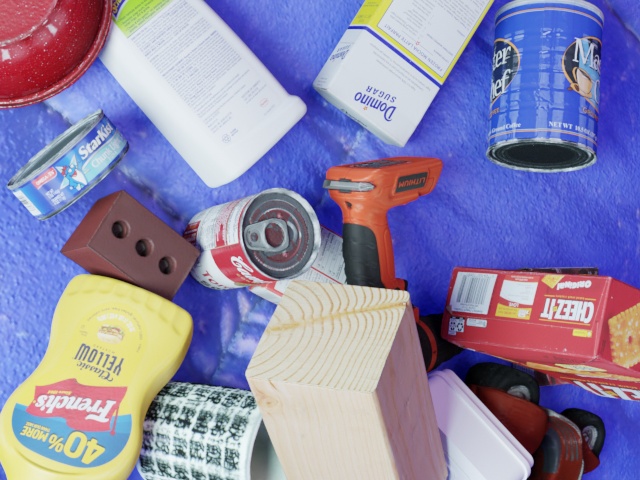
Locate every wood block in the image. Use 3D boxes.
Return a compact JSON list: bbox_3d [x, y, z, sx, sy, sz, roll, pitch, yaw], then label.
[{"bbox_3d":[0.026,0.133,0.764,0.206,0.091,0.090,74,30,-42],"label":"wood block"}]

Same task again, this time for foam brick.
[{"bbox_3d":[-0.140,0.008,0.788,0.078,0.051,0.053,39,64,-22],"label":"foam brick"}]

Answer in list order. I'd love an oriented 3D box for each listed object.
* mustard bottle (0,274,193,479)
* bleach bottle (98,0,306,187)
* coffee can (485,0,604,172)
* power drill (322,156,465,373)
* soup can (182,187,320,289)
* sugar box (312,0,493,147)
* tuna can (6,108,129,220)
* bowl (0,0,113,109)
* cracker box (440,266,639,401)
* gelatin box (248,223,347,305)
[{"bbox_3d":[-0.164,0.120,0.726,0.096,0.058,0.191,21,60,2],"label":"mustard bottle"},{"bbox_3d":[-0.125,-0.165,0.816,0.250,0.068,0.102,51,62,-14],"label":"bleach bottle"},{"bbox_3d":[0.212,-0.145,1.006,0.102,0.103,0.140,12,77,-31],"label":"coffee can"},{"bbox_3d":[0.065,0.026,0.883,0.184,0.057,0.188,-12,103,-50],"label":"power drill"},{"bbox_3d":[-0.055,0.001,0.813,0.068,0.102,0.068,5,81,-33],"label":"soup can"},{"bbox_3d":[0.077,-0.180,0.928,0.093,0.048,0.176,34,89,-24],"label":"sugar box"},{"bbox_3d":[-0.177,-0.053,0.752,0.033,0.086,0.086,51,60,-18],"label":"tuna can"},{"bbox_3d":[-0.222,-0.172,0.725,0.162,0.055,0.162,0,89,-12],"label":"bowl"},{"bbox_3d":[0.232,0.085,0.890,0.213,0.164,0.072,22,78,-36],"label":"cracker box"},{"bbox_3d":[-0.008,0.026,0.884,0.089,0.030,0.073,30,68,-29],"label":"gelatin box"}]
